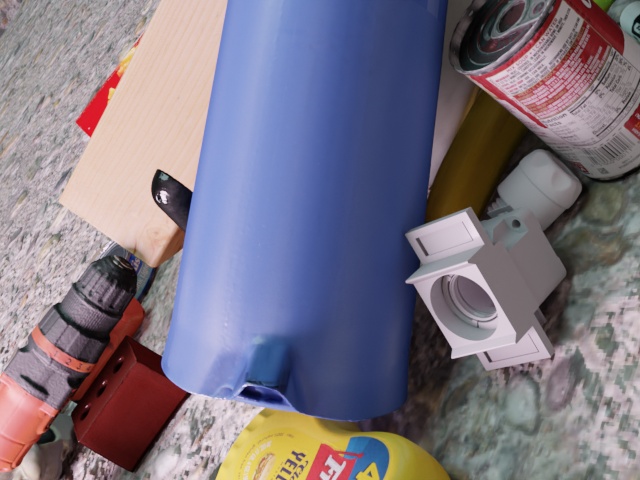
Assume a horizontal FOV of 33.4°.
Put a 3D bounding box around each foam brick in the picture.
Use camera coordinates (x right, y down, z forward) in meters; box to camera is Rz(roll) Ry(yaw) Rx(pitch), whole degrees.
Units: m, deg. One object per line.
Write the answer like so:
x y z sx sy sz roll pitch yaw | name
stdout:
-0.144 0.122 0.804 0.078 0.051 0.053 -55 26 3 | foam brick

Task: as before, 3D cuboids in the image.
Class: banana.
0.106 -0.071 0.605 0.198 0.037 0.069 -57 2 -4 | banana

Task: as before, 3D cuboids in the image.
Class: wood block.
-0.093 -0.096 0.776 0.206 0.091 0.090 -58 -5 23 | wood block

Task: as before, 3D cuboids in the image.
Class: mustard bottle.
0.014 0.137 0.516 0.096 0.058 0.192 -56 26 -12 | mustard bottle

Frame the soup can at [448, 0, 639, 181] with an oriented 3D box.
0.123 -0.083 0.531 0.069 0.102 0.068 -40 30 29 | soup can

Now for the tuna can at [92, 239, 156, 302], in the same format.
-0.190 0.036 0.997 0.086 0.033 0.086 -40 30 29 | tuna can

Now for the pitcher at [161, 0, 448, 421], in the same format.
-0.002 -0.039 0.565 0.149 0.144 0.243 21 106 51 | pitcher

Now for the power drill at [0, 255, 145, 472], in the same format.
-0.193 0.082 0.846 0.184 0.057 0.187 -52 1 5 | power drill
